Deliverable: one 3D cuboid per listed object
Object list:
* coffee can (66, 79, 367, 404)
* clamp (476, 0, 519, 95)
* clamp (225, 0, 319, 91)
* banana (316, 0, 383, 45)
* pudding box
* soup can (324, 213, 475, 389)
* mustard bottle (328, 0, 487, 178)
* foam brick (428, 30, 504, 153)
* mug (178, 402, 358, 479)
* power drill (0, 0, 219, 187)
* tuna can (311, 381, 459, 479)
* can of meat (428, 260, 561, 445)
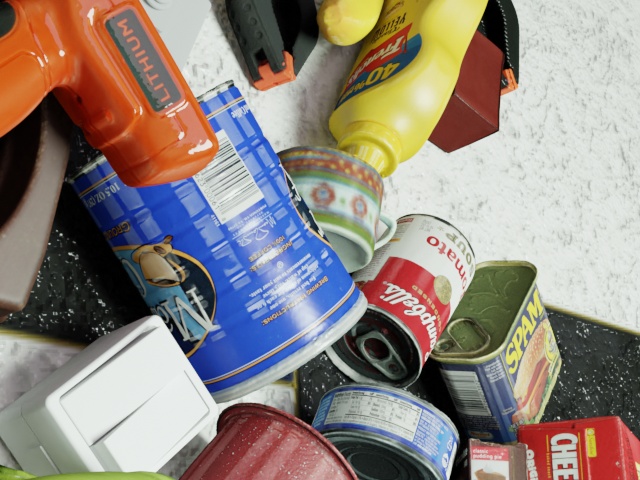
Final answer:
[{"bbox_3d":[-0.054,0.001,0.569,0.102,0.103,0.140,-39,101,-46],"label":"coffee can"},{"bbox_3d":[0.125,-0.221,0.888,0.164,0.036,0.210,-21,90,-46],"label":"clamp"},{"bbox_3d":[-0.038,-0.186,0.710,0.120,0.039,0.171,26,54,-39],"label":"clamp"},{"bbox_3d":[0.022,-0.184,0.750,0.197,0.037,0.069,-80,156,-45],"label":"banana"},{"bbox_3d":[0.094,0.176,0.635,0.039,0.113,0.090,4,65,-5],"label":"pudding box"},{"bbox_3d":[0.052,0.037,0.682,0.068,0.069,0.102,52,44,-14],"label":"soup can"},{"bbox_3d":[0.053,-0.107,0.724,0.058,0.096,0.191,42,48,-23],"label":"mustard bottle"},{"bbox_3d":[0.102,-0.116,0.809,0.051,0.053,0.078,31,52,-32],"label":"foam brick"},{"bbox_3d":[-0.028,0.150,0.535,0.117,0.093,0.081,39,51,4],"label":"mug"},{"bbox_3d":[-0.127,-0.018,0.405,0.187,0.058,0.184,-39,106,-40],"label":"power drill"},{"bbox_3d":[0.035,0.120,0.616,0.086,0.086,0.033,42,50,-24],"label":"tuna can"},{"bbox_3d":[0.121,0.077,0.726,0.102,0.058,0.084,-54,131,-42],"label":"can of meat"}]
